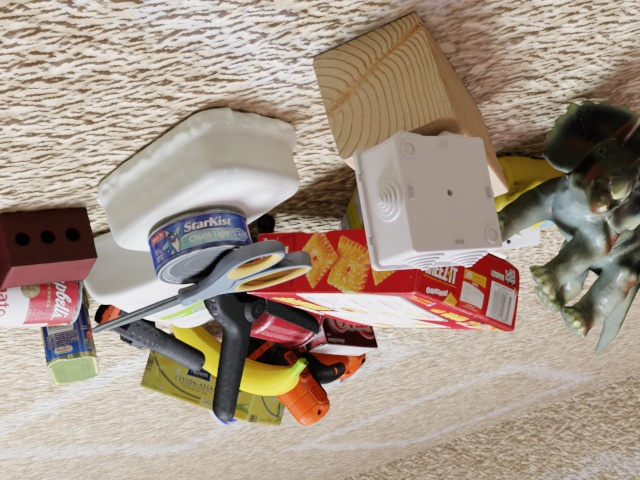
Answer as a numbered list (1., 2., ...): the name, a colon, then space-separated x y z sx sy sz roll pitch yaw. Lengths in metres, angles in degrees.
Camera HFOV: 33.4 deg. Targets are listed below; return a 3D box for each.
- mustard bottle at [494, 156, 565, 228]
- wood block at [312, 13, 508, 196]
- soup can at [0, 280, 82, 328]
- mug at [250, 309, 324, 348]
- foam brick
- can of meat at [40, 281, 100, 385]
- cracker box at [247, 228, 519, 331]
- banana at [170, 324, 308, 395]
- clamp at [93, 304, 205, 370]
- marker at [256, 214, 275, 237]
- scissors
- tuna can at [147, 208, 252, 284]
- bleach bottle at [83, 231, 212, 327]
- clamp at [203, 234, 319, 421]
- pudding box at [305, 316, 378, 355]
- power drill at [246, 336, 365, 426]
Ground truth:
1. mustard bottle: 0.247 -0.052 1.158 0.191 0.058 0.096 -3 144 -32
2. wood block: 0.079 -0.090 0.873 0.091 0.090 0.205 -22 160 16
3. soup can: -0.285 0.048 1.001 0.102 0.068 0.069 0 155 -37
4. mug: -0.048 0.064 1.221 0.081 0.093 0.117 18 111 -51
5. foam brick: -0.244 0.006 0.940 0.078 0.053 0.051 -7 159 -28
6. can of meat: -0.268 0.100 1.133 0.057 0.084 0.102 -11 160 -12
7. cracker box: 0.062 0.038 1.044 0.214 0.072 0.163 -1 164 44
8. banana: -0.099 0.139 1.257 0.198 0.070 0.037 17 -164 26
9. clamp: -0.208 0.097 1.180 0.120 0.039 0.171 16 165 25
10. marker: -0.057 0.001 1.125 0.020 0.020 0.121 -13 161 -7
11. scissors: -0.106 0.038 0.898 0.201 0.016 0.096 -15 160 -3
12. tuna can: -0.099 0.006 0.893 0.086 0.034 0.086 -14 161 -5
13. bleach bottle: -0.162 0.050 1.115 0.102 0.068 0.251 -18 163 1
14. clamp: -0.069 0.064 1.109 0.036 0.210 0.164 15 -142 37
15. pudding box: 0.019 0.097 1.343 0.039 0.090 0.113 -29 157 34
16. power drill: -0.031 0.134 1.348 0.057 0.184 0.187 -43 170 26
